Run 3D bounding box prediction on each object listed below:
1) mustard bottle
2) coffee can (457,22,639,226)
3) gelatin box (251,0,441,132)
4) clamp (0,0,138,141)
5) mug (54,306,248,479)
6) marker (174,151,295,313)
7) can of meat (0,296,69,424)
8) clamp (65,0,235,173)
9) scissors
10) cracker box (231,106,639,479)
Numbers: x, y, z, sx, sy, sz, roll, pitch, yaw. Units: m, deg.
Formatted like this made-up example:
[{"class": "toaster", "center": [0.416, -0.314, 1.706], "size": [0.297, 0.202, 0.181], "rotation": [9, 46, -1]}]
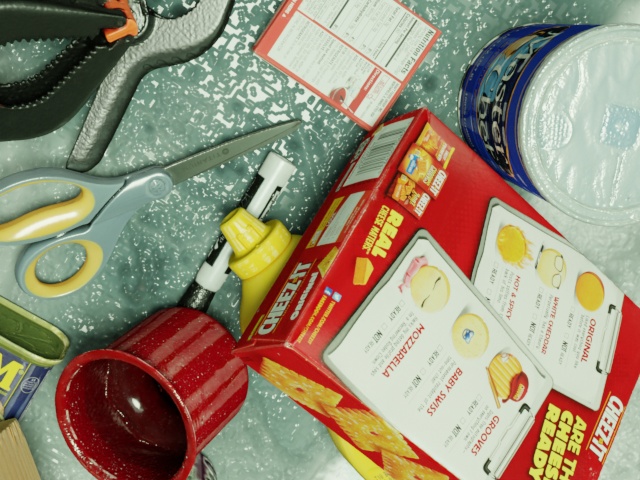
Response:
[{"class": "mustard bottle", "center": [0.008, 0.055, 0.650], "size": [0.096, 0.058, 0.191], "rotation": [-43, 106, -6]}, {"class": "coffee can", "center": [0.143, -0.071, 0.602], "size": [0.102, 0.140, 0.103], "rotation": [-1, 102, -6]}, {"class": "gelatin box", "center": [0.015, -0.118, 0.636], "size": [0.089, 0.030, 0.073], "rotation": [33, 95, -12]}, {"class": "clamp", "center": [-0.201, -0.086, 0.563], "size": [0.210, 0.036, 0.164], "rotation": [-28, 139, 1]}, {"class": "mug", "center": [-0.103, 0.096, 0.635], "size": [0.117, 0.081, 0.093], "rotation": [-33, 94, 31]}, {"class": "marker", "center": [-0.054, 0.001, 0.659], "size": [0.020, 0.020, 0.121], "rotation": [31, 97, -11]}, {"class": "can of meat", "center": [-0.217, 0.075, 0.640], "size": [0.102, 0.057, 0.084], "rotation": [31, 100, -10]}, {"class": "clamp", "center": [-0.120, -0.133, 0.615], "size": [0.171, 0.039, 0.120], "rotation": [-41, 108, 6]}, {"class": "scissors", "center": [-0.107, -0.017, 0.649], "size": [0.201, 0.016, 0.096], "rotation": [-10, 125, -18]}, {"class": "cracker box", "center": [0.079, 0.057, 0.613], "size": [0.213, 0.072, 0.164], "rotation": [40, 64, -20]}]
